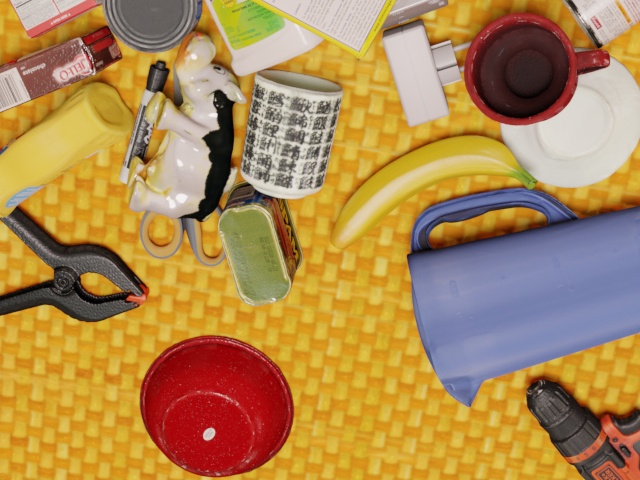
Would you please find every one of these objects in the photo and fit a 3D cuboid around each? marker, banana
[{"bbox_3d":[-0.165,-0.110,1.001,0.020,0.020,0.121,18,109,-2],"label":"marker"},{"bbox_3d":[0.094,-0.052,0.978,0.198,0.069,0.037,-19,150,16],"label":"banana"}]

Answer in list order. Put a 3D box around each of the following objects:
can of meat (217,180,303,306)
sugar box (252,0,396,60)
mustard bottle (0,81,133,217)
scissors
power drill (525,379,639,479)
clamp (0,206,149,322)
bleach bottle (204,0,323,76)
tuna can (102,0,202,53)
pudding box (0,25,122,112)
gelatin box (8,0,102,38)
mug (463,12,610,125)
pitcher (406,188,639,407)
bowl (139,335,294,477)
[{"bbox_3d":[-0.057,0.001,0.995,0.057,0.084,0.102,-13,107,9],"label":"can of meat"},{"bbox_3d":[-0.021,-0.224,0.834,0.176,0.048,0.093,29,114,-2],"label":"sugar box"},{"bbox_3d":[-0.267,-0.072,0.981,0.192,0.096,0.058,-31,101,14],"label":"mustard bottle"},{"bbox_3d":[-0.145,-0.065,1.016,0.096,0.016,0.202,-15,107,10],"label":"scissors"},{"bbox_3d":[0.318,0.165,1.035,0.188,0.057,0.184,-38,105,18],"label":"power drill"},{"bbox_3d":[-0.258,0.044,1.050,0.171,0.039,0.120,23,110,-3],"label":"clamp"},{"bbox_3d":[-0.085,-0.268,0.890,0.103,0.068,0.251,-13,116,38],"label":"bleach bottle"},{"bbox_3d":[-0.150,-0.213,0.957,0.086,0.033,0.086,1,109,4],"label":"tuna can"},{"bbox_3d":[-0.243,-0.152,0.956,0.113,0.090,0.039,-18,105,11],"label":"pudding box"},{"bbox_3d":[-0.248,-0.238,0.959,0.073,0.030,0.089,-23,103,13],"label":"gelatin box"},{"bbox_3d":[0.188,-0.145,0.913,0.117,0.081,0.093,-11,89,20],"label":"mug"},{"bbox_3d":[0.203,0.037,0.971,0.243,0.145,0.149,-15,119,6],"label":"pitcher"},{"bbox_3d":[-0.109,0.180,1.076,0.162,0.055,0.162,2,109,4],"label":"bowl"}]
